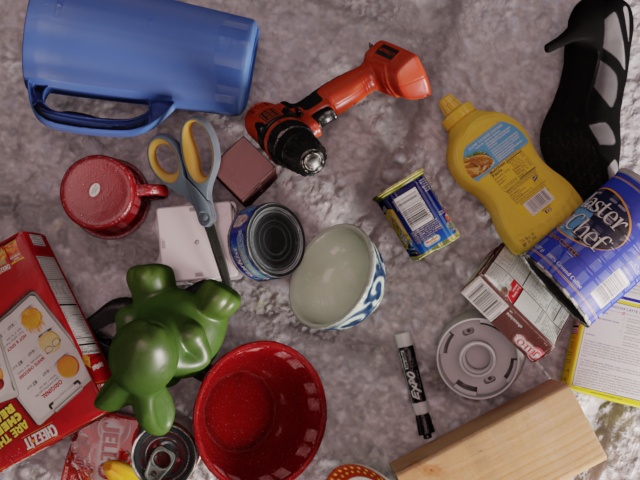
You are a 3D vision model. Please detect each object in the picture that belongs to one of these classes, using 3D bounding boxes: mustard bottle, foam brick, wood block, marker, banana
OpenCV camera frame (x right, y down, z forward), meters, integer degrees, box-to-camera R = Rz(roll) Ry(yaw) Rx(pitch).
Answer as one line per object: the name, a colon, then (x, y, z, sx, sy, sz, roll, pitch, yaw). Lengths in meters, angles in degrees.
mustard bottle: (0.196, -0.084, 1.183, 0.096, 0.058, 0.191, -37, 84, -12)
foam brick: (-0.083, -0.074, 1.175, 0.053, 0.078, 0.051, -44, 87, -3)
wood block: (0.189, 0.238, 1.153, 0.206, 0.091, 0.090, -27, 88, -2)
marker: (0.106, 0.162, 1.192, 0.020, 0.020, 0.121, -14, 87, -1)
banana: (-0.150, 0.294, 1.159, 0.198, 0.070, 0.037, 30, 57, -2)

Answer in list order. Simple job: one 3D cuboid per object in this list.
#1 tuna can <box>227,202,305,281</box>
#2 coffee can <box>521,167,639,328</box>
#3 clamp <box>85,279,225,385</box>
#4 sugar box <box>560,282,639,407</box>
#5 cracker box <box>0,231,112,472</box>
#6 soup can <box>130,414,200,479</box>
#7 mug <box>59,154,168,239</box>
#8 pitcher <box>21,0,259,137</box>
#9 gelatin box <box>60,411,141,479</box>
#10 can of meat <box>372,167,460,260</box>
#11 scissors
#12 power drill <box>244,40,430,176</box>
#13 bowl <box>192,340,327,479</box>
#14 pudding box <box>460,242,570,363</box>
tuna can: (-0.058, 0.001, 1.170, 0.085, 0.034, 0.086, 7, 80, -40)
coffee can: (0.298, 0.008, 1.119, 0.140, 0.103, 0.103, -42, 88, 1)
clamp: (-0.184, 0.110, 1.177, 0.171, 0.039, 0.120, -8, 99, 14)
sugar box: (0.331, 0.090, 1.185, 0.093, 0.048, 0.176, 14, 84, 2)
cracker box: (-0.330, 0.121, 1.149, 0.164, 0.072, 0.214, -29, 83, 9)
soup can: (-0.162, 0.225, 1.146, 0.068, 0.102, 0.068, 0, 87, -1)
mug: (-0.226, -0.050, 1.171, 0.117, 0.081, 0.093, -2, 87, 0)
pitcher: (-0.195, -0.197, 1.158, 0.242, 0.145, 0.149, 10, 118, -3)
gelatin box: (-0.241, 0.232, 1.181, 0.073, 0.030, 0.089, 12, 87, 0)
can of meat: (0.104, -0.027, 1.162, 0.057, 0.102, 0.084, -31, 90, -2)
scissors: (-0.139, -0.034, 1.149, 0.096, 0.016, 0.202, 4, 105, 26)
power drill: (0.020, -0.141, 1.139, 0.187, 0.185, 0.057, -28, 119, -9)
bowl: (-0.075, 0.188, 1.154, 0.161, 0.055, 0.162, 2, 87, -31)
pudding box: (0.216, 0.067, 1.163, 0.113, 0.089, 0.039, 46, 125, 1)
